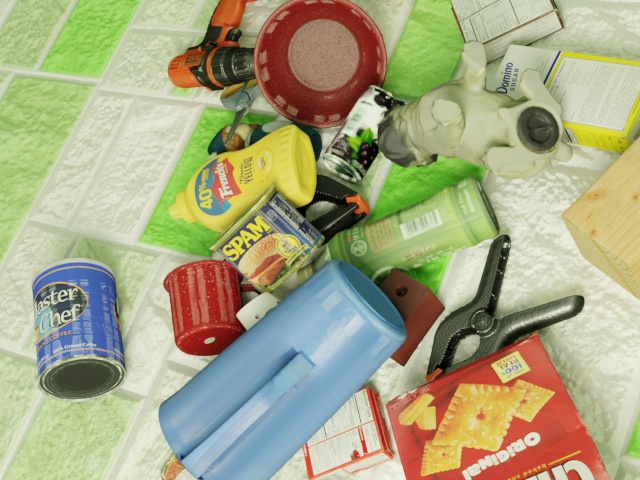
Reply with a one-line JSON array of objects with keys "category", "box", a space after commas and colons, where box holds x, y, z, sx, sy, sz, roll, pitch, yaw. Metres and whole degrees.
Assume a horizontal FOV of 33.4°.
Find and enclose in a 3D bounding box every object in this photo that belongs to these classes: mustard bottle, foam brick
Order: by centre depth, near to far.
[{"category": "foam brick", "box": [0.081, 0.080, 1.110, 0.053, 0.051, 0.078, 29, 80, 38]}, {"category": "mustard bottle", "box": [-0.098, -0.062, 1.248, 0.192, 0.058, 0.096, -19, 60, 28]}]

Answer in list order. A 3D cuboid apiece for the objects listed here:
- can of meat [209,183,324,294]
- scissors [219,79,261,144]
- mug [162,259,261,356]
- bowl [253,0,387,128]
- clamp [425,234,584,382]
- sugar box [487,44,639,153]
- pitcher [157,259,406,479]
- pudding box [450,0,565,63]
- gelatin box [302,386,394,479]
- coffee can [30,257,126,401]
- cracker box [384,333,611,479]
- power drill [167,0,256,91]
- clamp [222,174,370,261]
[{"category": "can of meat", "box": [-0.058, 0.002, 1.179, 0.102, 0.084, 0.057, -41, 9, 32]}, {"category": "scissors", "box": [-0.109, -0.164, 1.335, 0.096, 0.016, 0.201, -17, 29, 36]}, {"category": "mug", "box": [-0.116, 0.078, 1.209, 0.117, 0.093, 0.081, -3, 60, -14]}, {"category": "bowl", "box": [0.002, -0.220, 1.295, 0.162, 0.162, 0.055, -26, 15, 14]}, {"category": "clamp", "box": [0.177, 0.086, 1.061, 0.120, 0.039, 0.171, 33, 88, 43]}, {"category": "sugar box", "box": [0.269, -0.153, 1.146, 0.176, 0.048, 0.093, 16, 72, 39]}, {"category": "pitcher", "box": [-0.036, 0.136, 1.043, 0.243, 0.144, 0.149, -44, 40, 12]}, {"category": "pudding box", "box": [0.216, -0.264, 1.245, 0.114, 0.039, 0.090, -24, 54, 17]}, {"category": "gelatin box", "box": [0.025, 0.201, 1.086, 0.089, 0.030, 0.073, -25, 52, 16]}, {"category": "coffee can", "box": [-0.289, 0.106, 1.271, 0.103, 0.102, 0.140, -25, 53, 15]}, {"category": "cracker box", "box": [0.158, 0.197, 0.938, 0.164, 0.072, 0.214, -25, 32, 7]}, {"category": "power drill", "box": [-0.108, -0.284, 1.409, 0.185, 0.057, 0.187, 5, 62, 45]}, {"category": "clamp", "box": [-0.043, -0.020, 1.248, 0.210, 0.036, 0.164, -1, 63, 33]}]
